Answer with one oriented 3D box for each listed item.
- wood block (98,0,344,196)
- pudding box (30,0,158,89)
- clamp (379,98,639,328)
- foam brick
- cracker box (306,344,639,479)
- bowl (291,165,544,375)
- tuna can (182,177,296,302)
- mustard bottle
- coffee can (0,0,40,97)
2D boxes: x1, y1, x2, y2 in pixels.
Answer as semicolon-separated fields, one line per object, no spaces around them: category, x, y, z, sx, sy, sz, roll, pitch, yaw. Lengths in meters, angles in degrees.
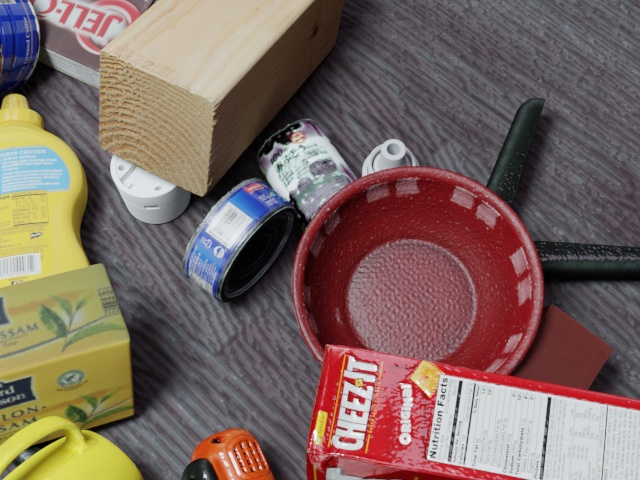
wood block;-0.066;-0.139;0.778;0.090;0.091;0.205;26;48;12
pudding box;-0.197;-0.181;0.861;0.113;0.039;0.090;24;67;13
clamp;0.137;0.009;0.761;0.209;0.036;0.165;-38;70;-14
foam brick;0.144;0.090;0.704;0.053;0.051;0.078;38;69;-1
cracker box;0.100;0.140;0.625;0.214;0.164;0.072;9;62;5
bowl;0.062;0.035;0.704;0.162;0.055;0.162;0;74;0
tuna can;-0.055;0.001;0.741;0.034;0.086;0.086;37;69;15
mustard bottle;-0.217;-0.024;0.771;0.096;0.058;0.191;-9;64;-4
coffee can;-0.284;-0.146;0.771;0.103;0.140;0.103;4;105;17
